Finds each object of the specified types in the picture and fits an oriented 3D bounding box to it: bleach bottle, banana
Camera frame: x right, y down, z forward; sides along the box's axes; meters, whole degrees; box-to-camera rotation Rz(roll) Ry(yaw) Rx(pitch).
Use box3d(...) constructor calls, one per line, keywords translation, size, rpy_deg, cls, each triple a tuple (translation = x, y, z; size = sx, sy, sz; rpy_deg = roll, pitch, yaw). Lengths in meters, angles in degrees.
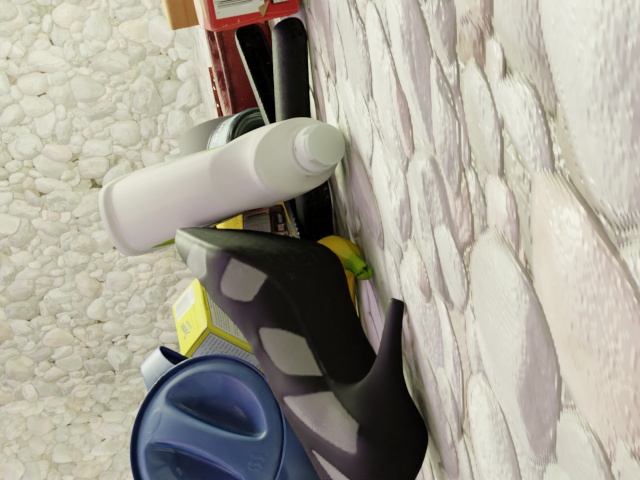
box3d(translation=(-0.070, -0.044, 0.792), size=(0.251, 0.102, 0.068), rpy_deg=(-13, 98, 56), cls="bleach bottle")
box3d(translation=(0.013, 0.051, 0.813), size=(0.198, 0.037, 0.069), rpy_deg=(87, 169, -57), cls="banana")

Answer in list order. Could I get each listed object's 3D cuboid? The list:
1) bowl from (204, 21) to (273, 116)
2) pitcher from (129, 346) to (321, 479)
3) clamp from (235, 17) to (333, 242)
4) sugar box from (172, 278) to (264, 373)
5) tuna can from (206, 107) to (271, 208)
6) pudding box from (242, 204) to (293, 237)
box3d(translation=(-0.076, -0.177, 1.038), size=(0.162, 0.055, 0.162), rpy_deg=(167, 90, -84), cls="bowl")
box3d(translation=(-0.050, 0.176, 0.902), size=(0.242, 0.145, 0.149), rpy_deg=(39, -130, -62), cls="pitcher")
box3d(translation=(-0.021, -0.079, 0.846), size=(0.165, 0.036, 0.210), rpy_deg=(-166, 61, -77), cls="clamp")
box3d(translation=(-0.056, 0.110, 1.028), size=(0.176, 0.048, 0.093), rpy_deg=(34, -164, -27), cls="sugar box")
box3d(translation=(-0.053, -0.071, 0.922), size=(0.034, 0.085, 0.086), rpy_deg=(-20, 82, 50), cls="tuna can")
box3d(translation=(-0.032, 0.037, 0.839), size=(0.090, 0.039, 0.113), rpy_deg=(-109, 7, -74), cls="pudding box")
